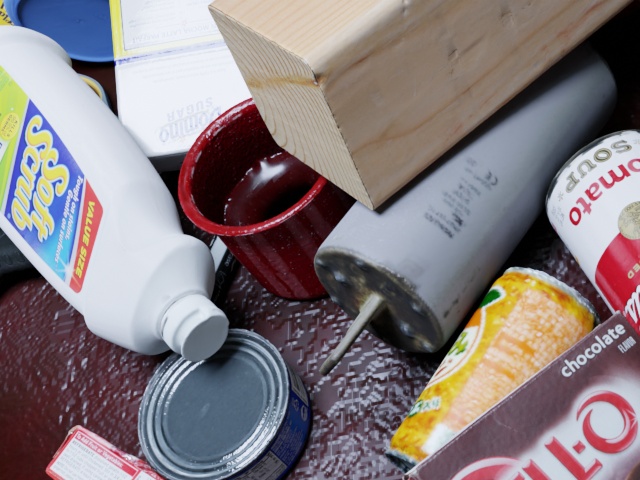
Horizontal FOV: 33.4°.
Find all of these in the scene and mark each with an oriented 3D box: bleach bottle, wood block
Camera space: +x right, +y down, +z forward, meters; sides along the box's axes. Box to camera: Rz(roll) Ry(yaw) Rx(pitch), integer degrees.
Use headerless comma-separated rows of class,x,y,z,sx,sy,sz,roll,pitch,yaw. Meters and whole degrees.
bleach bottle,-0.129,-0.024,0.602,0.251,0.067,0.103,41,108,37
wood block,0.064,-0.123,0.504,0.206,0.090,0.091,-38,42,-12

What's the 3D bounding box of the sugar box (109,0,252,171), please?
sugar box,-0.081,-0.135,0.667,0.093,0.048,0.176,-7,82,9

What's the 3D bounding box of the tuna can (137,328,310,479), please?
tuna can,-0.049,0.091,0.551,0.086,0.033,0.086,-14,52,18

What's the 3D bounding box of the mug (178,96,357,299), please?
mug,-0.007,-0.024,0.579,0.117,0.081,0.093,-20,51,14

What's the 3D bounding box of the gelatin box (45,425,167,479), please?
gelatin box,-0.079,0.130,0.512,0.089,0.073,0.030,21,68,37
